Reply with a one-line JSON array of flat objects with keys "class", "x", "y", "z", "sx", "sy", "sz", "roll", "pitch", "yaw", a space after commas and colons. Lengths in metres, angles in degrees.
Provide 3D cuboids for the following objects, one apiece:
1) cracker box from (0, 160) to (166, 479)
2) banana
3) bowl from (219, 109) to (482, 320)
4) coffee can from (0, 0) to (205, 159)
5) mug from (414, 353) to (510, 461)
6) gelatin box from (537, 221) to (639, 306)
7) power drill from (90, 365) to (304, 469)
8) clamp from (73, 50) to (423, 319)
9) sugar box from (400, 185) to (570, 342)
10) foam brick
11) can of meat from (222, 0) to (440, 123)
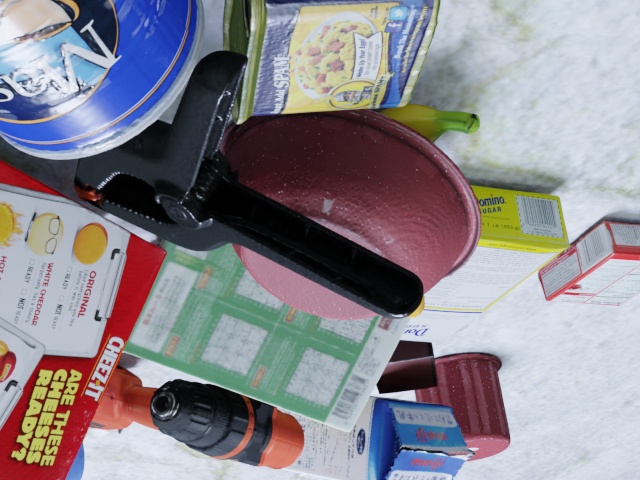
[{"class": "cracker box", "x": -0.202, "y": 0.035, "z": 0.570, "sx": 0.072, "sy": 0.164, "sz": 0.213, "roll": 17, "pitch": 169, "yaw": 37}, {"class": "banana", "x": 0.043, "y": -0.020, "z": 0.639, "sx": 0.037, "sy": 0.070, "sz": 0.198, "roll": -40, "pitch": 157, "yaw": -26}, {"class": "bowl", "x": 0.006, "y": -0.003, "z": 0.605, "sx": 0.162, "sy": 0.055, "sz": 0.162, "roll": 14, "pitch": 143, "yaw": 10}, {"class": "coffee can", "x": -0.116, "y": -0.106, "z": 0.382, "sx": 0.103, "sy": 0.103, "sz": 0.140, "roll": -14, "pitch": 153, "yaw": 13}, {"class": "mug", "x": 0.136, "y": 0.167, "z": 1.024, "sx": 0.093, "sy": 0.081, "sz": 0.117, "roll": -11, "pitch": 154, "yaw": 8}, {"class": "gelatin box", "x": 0.220, "y": 0.018, "z": 0.806, "sx": 0.073, "sy": 0.030, "sz": 0.089, "roll": 4, "pitch": 152, "yaw": -24}, {"class": "power drill", "x": -0.125, "y": 0.130, "z": 0.823, "sx": 0.188, "sy": 0.057, "sz": 0.184, "roll": 10, "pitch": 165, "yaw": 29}, {"class": "clamp", "x": -0.063, "y": -0.033, "z": 0.524, "sx": 0.210, "sy": 0.036, "sz": 0.164, "roll": 13, "pitch": 149, "yaw": 41}, {"class": "sugar box", "x": 0.088, "y": 0.021, "z": 0.759, "sx": 0.093, "sy": 0.048, "sz": 0.176, "roll": 6, "pitch": 154, "yaw": -23}, {"class": "foam brick", "x": 0.066, "y": 0.089, "z": 0.882, "sx": 0.051, "sy": 0.053, "sz": 0.078, "roll": -10, "pitch": 153, "yaw": 4}, {"class": "can of meat", "x": 0.003, "y": -0.099, "z": 0.480, "sx": 0.084, "sy": 0.057, "sz": 0.102, "roll": -5, "pitch": 154, "yaw": -11}]
